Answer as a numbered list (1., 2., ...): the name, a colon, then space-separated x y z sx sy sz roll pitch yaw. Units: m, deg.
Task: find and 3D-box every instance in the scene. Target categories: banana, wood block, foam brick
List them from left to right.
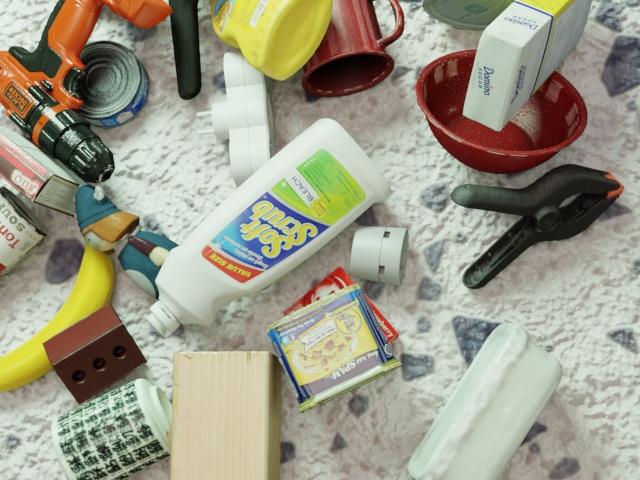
1. banana: -0.261 0.083 1.054 0.070 0.037 0.198 33 84 26
2. foam brick: -0.216 0.107 1.018 0.078 0.051 0.053 -32 121 -10
3. wood block: -0.086 0.208 0.981 0.091 0.090 0.206 -1 79 6

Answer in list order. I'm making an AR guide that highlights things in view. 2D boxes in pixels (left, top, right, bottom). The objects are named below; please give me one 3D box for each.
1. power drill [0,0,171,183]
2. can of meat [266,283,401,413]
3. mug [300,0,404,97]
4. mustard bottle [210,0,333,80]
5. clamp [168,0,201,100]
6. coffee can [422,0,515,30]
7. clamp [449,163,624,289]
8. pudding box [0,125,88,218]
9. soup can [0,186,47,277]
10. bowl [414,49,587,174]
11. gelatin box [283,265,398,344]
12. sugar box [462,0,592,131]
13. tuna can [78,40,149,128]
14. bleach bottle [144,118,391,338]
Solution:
1. power drill: -0.228 -0.172 1.035 0.184 0.057 0.188 42 102 16
2. can of meat: 0.011 0.098 0.975 0.102 0.057 0.084 -26 79 1
3. mug: 0.028 -0.201 1.038 0.117 0.093 0.081 -22 71 30
4. mustard bottle: -0.061 -0.228 1.033 0.096 0.058 0.192 -60 36 12
5. clamp: -0.139 -0.252 1.043 0.164 0.036 0.210 50 130 10
6. coffee can: 0.159 -0.289 1.036 0.103 0.103 0.140 8 80 8
7. clamp: 0.200 -0.017 1.000 0.171 0.120 0.039 -12 45 -11
8. pudding box: -0.280 -0.068 1.042 0.090 0.113 0.039 39 93 12
9. soup can: -0.331 0.004 1.059 0.102 0.068 0.068 -42 78 -3
10. bowl: 0.165 -0.112 1.005 0.162 0.055 0.162 4 44 -4
11. gelatin box: 0.020 0.080 1.022 0.073 0.030 0.089 -40 78 -1
12. sugar box: 0.194 -0.184 0.974 0.048 0.093 0.176 30 48 21
13. tuna can: -0.221 -0.161 1.093 0.086 0.033 0.086 -1 79 7
14. bleach bottle: -0.057 0.001 1.000 0.250 0.068 0.102 -43 104 -10
